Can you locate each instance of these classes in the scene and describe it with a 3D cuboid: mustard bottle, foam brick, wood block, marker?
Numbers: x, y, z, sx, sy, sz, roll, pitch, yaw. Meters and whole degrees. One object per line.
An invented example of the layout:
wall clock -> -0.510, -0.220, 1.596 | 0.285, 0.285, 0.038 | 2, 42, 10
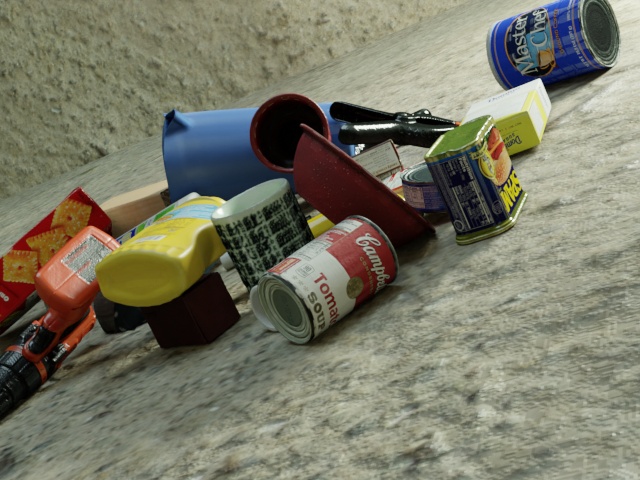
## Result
mustard bottle -> -0.133, 0.001, 1.045 | 0.096, 0.058, 0.191 | -8, 19, 24
foam brick -> -0.126, 0.067, 1.025 | 0.078, 0.053, 0.051 | -10, 20, 47
wood block -> -0.242, -0.026, 1.516 | 0.207, 0.090, 0.090 | -13, 17, 43
marker -> -0.058, 0.001, 1.229 | 0.121, 0.020, 0.020 | -24, 13, 4

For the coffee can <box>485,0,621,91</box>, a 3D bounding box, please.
coffee can -> 0.301, -0.255, 1.383 | 0.141, 0.103, 0.102 | -13, 18, 42

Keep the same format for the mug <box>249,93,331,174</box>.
mug -> -0.021, -0.116, 1.260 | 0.093, 0.117, 0.081 | -64, -7, 1

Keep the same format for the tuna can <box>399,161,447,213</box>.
tuna can -> 0.123, -0.055, 1.047 | 0.086, 0.034, 0.086 | -11, 17, 3

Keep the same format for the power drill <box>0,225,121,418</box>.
power drill -> -0.271, 0.083, 1.064 | 0.188, 0.057, 0.184 | -51, 2, 43

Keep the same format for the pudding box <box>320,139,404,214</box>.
pudding box -> 0.040, -0.071, 1.228 | 0.113, 0.039, 0.090 | -25, -10, 3

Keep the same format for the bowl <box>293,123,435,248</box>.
bowl -> 0.029, -0.038, 0.995 | 0.055, 0.162, 0.162 | -51, 14, 2

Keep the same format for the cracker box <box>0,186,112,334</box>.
cracker box -> -0.374, 0.031, 1.402 | 0.213, 0.072, 0.164 | -43, 3, -12

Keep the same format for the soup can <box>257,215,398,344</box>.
soup can -> 0.006, 0.032, 0.888 | 0.102, 0.068, 0.069 | -34, 16, -31

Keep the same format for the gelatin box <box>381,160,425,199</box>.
gelatin box -> 0.101, -0.058, 1.146 | 0.089, 0.030, 0.073 | -23, 13, 22

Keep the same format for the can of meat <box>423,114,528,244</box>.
can of meat -> 0.139, -0.056, 0.953 | 0.058, 0.084, 0.102 | -18, 15, 27

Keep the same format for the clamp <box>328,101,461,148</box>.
clamp -> 0.091, -0.138, 1.282 | 0.171, 0.039, 0.120 | 4, 28, -16

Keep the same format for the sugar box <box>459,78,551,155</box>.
sugar box -> 0.207, -0.132, 1.208 | 0.093, 0.048, 0.176 | -20, 11, 23

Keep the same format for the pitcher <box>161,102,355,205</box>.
pitcher -> -0.079, -0.103, 1.375 | 0.243, 0.145, 0.149 | -7, -1, -1
